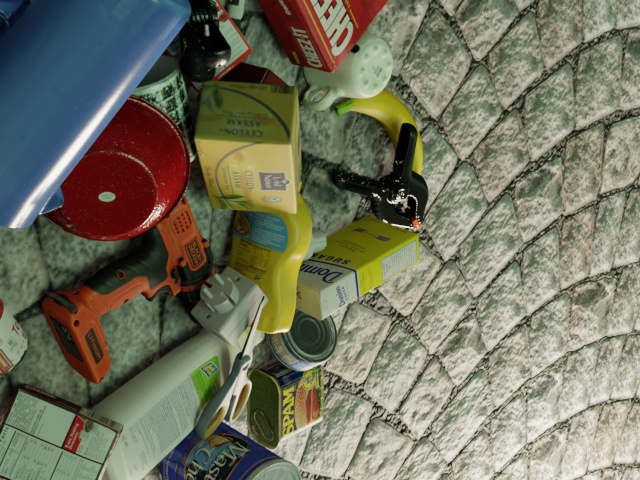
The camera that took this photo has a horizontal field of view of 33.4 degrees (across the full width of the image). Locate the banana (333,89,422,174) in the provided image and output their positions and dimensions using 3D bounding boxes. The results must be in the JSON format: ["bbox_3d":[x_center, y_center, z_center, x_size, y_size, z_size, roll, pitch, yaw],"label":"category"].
[{"bbox_3d":[0.087,-0.139,1.346,0.070,0.037,0.197,-42,135,7],"label":"banana"}]

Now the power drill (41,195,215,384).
[{"bbox_3d":[-0.189,0.063,1.123,0.187,0.057,0.184,-42,135,-29],"label":"power drill"}]

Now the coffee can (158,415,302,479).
[{"bbox_3d":[-0.105,0.274,1.233,0.102,0.141,0.103,-20,120,-40],"label":"coffee can"}]

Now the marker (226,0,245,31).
[{"bbox_3d":[-0.085,-0.265,1.119,0.020,0.020,0.121,-2,108,-46],"label":"marker"}]

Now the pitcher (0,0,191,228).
[{"bbox_3d":[-0.228,-0.140,0.873,0.243,0.145,0.149,-46,174,14],"label":"pitcher"}]

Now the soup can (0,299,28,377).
[{"bbox_3d":[-0.321,0.074,0.978,0.068,0.069,0.102,-45,134,-24],"label":"soup can"}]

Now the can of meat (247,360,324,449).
[{"bbox_3d":[-0.042,0.196,1.332,0.083,0.058,0.102,-20,120,-43],"label":"can of meat"}]

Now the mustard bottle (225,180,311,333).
[{"bbox_3d":[-0.058,0.001,1.202,0.058,0.096,0.192,2,105,-51],"label":"mustard bottle"}]

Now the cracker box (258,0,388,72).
[{"bbox_3d":[0.021,-0.316,1.157,0.213,0.072,0.164,-55,141,-20],"label":"cracker box"}]

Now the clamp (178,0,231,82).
[{"bbox_3d":[-0.113,-0.213,0.969,0.036,0.210,0.164,-8,85,-11],"label":"clamp"}]

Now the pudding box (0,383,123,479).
[{"bbox_3d":[-0.267,0.207,1.068,0.039,0.113,0.090,-177,-69,-87],"label":"pudding box"}]

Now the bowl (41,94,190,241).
[{"bbox_3d":[-0.200,-0.056,1.001,0.162,0.055,0.162,-6,124,-9],"label":"bowl"}]

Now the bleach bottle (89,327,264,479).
[{"bbox_3d":[-0.158,0.174,1.197,0.250,0.068,0.102,-37,133,-34],"label":"bleach bottle"}]

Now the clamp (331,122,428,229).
[{"bbox_3d":[0.099,-0.076,1.356,0.120,0.039,0.171,-35,142,13],"label":"clamp"}]

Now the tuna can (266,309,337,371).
[{"bbox_3d":[-0.021,0.114,1.302,0.086,0.034,0.086,17,61,-33],"label":"tuna can"}]

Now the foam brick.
[{"bbox_3d":[-0.078,-0.155,1.130,0.051,0.078,0.053,33,82,-50],"label":"foam brick"}]

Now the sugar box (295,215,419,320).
[{"bbox_3d":[0.030,0.030,1.309,0.175,0.093,0.048,-27,124,-37],"label":"sugar box"}]

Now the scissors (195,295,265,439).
[{"bbox_3d":[-0.099,0.150,1.172,0.096,0.016,0.202,-44,158,-36],"label":"scissors"}]

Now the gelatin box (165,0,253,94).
[{"bbox_3d":[-0.122,-0.205,1.086,0.073,0.030,0.089,-40,134,-3],"label":"gelatin box"}]
